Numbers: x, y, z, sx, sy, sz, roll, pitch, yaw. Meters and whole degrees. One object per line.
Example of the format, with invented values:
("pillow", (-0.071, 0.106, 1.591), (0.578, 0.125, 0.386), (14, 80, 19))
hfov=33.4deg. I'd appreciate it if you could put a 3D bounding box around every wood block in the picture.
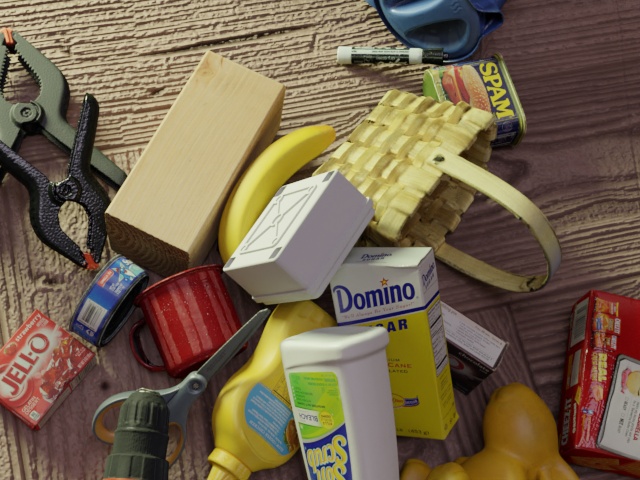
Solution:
("wood block", (-0.122, -0.072, 1.061), (0.091, 0.090, 0.206), (25, 65, 5))

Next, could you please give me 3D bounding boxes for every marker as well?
("marker", (0.079, -0.202, 1.168), (0.121, 0.020, 0.020), (2, 67, 10))

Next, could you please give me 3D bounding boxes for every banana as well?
("banana", (-0.051, -0.043, 1.037), (0.069, 0.037, 0.197), (35, 68, -25))

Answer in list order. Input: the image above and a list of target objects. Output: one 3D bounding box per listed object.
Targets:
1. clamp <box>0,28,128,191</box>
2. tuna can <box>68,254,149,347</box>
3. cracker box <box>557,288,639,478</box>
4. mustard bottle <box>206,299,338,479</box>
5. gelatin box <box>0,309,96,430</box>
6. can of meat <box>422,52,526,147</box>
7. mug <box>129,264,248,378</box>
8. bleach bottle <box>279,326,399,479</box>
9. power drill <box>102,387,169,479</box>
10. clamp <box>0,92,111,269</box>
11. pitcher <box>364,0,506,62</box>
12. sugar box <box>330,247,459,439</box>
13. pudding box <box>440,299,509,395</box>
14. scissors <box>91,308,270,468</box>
("clamp", (-0.305, -0.115, 1.084), (0.164, 0.036, 0.210), (-20, 76, -16))
("tuna can", (-0.198, 0.058, 1.004), (0.034, 0.086, 0.086), (32, 67, 4))
("cracker box", (0.348, 0.155, 1.053), (0.213, 0.072, 0.164), (13, 68, -4))
("mustard bottle", (-0.046, 0.152, 0.992), (0.096, 0.058, 0.191), (49, 64, -32))
("gelatin box", (-0.266, 0.121, 0.999), (0.073, 0.030, 0.089), (36, 68, 7))
("can of meat", (0.164, -0.145, 1.155), (0.084, 0.057, 0.102), (-12, 70, -10))
("mug", (-0.129, 0.084, 1.010), (0.117, 0.093, 0.081), (-27, 77, 15))
("bleach bottle", (0.032, 0.205, 0.945), (0.067, 0.103, 0.251), (-15, 96, -41))
("power drill", (-0.155, 0.229, 0.887), (0.057, 0.188, 0.184), (8, 69, -4))
("clamp", (-0.260, -0.051, 1.033), (0.120, 0.039, 0.171), (-11, 91, -12))
("pitcher", (0.164, -0.328, 1.197), (0.149, 0.145, 0.242), (40, 64, -8))
("sugar box", (0.067, 0.094, 0.977), (0.093, 0.176, 0.048), (-1, 24, 28))
("pudding box", (0.115, 0.096, 1.032), (0.113, 0.090, 0.039), (31, 67, 4))
("scissors", (-0.133, 0.126, 0.957), (0.096, 0.016, 0.202), (26, 105, -14))
